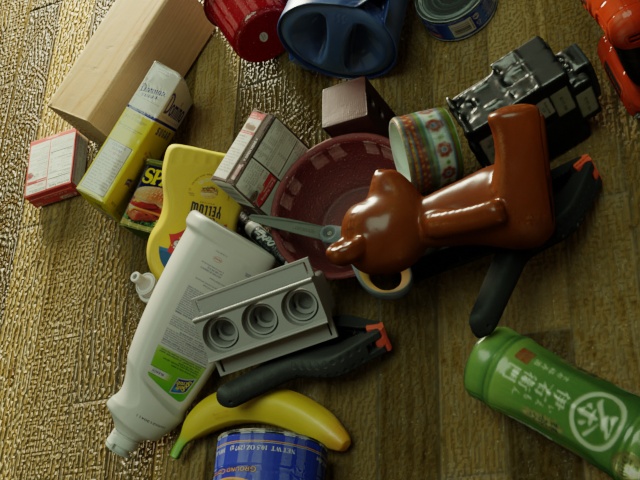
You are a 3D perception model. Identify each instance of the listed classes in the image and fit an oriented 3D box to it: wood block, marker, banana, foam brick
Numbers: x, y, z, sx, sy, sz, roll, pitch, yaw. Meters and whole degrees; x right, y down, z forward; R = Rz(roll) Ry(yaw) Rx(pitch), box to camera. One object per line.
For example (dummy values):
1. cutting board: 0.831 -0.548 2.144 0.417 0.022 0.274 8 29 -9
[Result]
1. wood block: -0.231 -0.219 1.320 0.090 0.090 0.206 23 77 38
2. marker: -0.057 0.001 1.142 0.020 0.020 0.121 -48 51 -2
3. banana: -0.059 0.174 1.039 0.198 0.037 0.069 -9 78 27
4. foam brick: 0.042 -0.125 1.117 0.051 0.078 0.053 -16 57 24

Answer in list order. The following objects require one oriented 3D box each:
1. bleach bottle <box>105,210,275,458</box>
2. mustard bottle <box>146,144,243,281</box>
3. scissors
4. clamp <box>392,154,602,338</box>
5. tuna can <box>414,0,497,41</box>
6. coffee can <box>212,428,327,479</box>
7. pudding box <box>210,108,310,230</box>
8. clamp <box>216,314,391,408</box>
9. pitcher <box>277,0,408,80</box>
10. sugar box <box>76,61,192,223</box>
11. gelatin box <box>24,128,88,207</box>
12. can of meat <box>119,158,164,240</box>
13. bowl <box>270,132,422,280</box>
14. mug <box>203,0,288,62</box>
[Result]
1. bleach bottle: -0.148 0.101 1.079 0.251 0.102 0.068 -59 20 0
2. mustard bottle: -0.133 -0.001 1.134 0.058 0.096 0.192 -156 77 -71
3. scissors: 0.014 0.012 1.020 0.202 0.016 0.096 -2 62 23
4. clamp: 0.169 -0.005 0.985 0.210 0.036 0.165 -43 28 -13
5. tuna can: 0.146 -0.261 1.159 0.086 0.033 0.086 -14 58 23
6. coffee can: -0.050 0.249 0.946 0.103 0.102 0.140 -9 60 26
7. pudding box: -0.049 -0.069 1.116 0.039 0.113 0.090 19 74 42
8. clamp: -0.016 0.103 1.040 0.171 0.039 0.120 -15 34 9
9. pitcher: 0.040 -0.308 1.198 0.149 0.145 0.242 7 64 20
10. sugar box: -0.213 -0.113 1.248 0.048 0.093 0.176 30 80 7
11. gelatin box: -0.333 -0.091 1.348 0.073 0.030 0.089 -15 58 21
12. can of meat: -0.169 -0.038 1.206 0.102 0.057 0.084 14 75 36
13. bowl: 0.033 -0.026 1.076 0.162 0.055 0.162 -10 63 20
14. mug: -0.072 -0.273 1.255 0.117 0.093 0.081 -46 54 20
